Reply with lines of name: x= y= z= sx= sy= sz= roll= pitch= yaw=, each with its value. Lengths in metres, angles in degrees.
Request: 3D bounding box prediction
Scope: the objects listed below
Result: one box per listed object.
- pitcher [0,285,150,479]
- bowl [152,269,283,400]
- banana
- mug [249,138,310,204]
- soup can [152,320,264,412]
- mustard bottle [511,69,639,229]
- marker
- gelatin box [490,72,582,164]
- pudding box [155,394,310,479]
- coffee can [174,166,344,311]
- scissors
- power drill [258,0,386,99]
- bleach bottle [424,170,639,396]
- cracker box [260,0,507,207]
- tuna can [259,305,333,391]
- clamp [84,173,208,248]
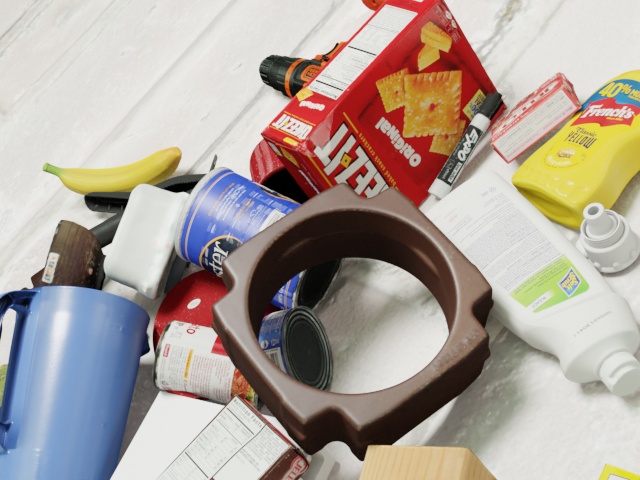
pitcher: x=-0.256 y=0.170 z=1.024 sx=0.149 sy=0.145 sz=0.243 roll=6 pitch=65 yaw=-1
bowl: x=-0.116 y=0.082 z=1.095 sx=0.162 sy=0.055 sz=0.162 roll=-20 pitch=43 yaw=20
banana: x=-0.250 y=-0.083 z=1.338 sx=0.198 sy=0.069 sz=0.037 roll=-7 pitch=71 yaw=21
mug: x=-0.037 y=-0.056 z=1.149 sx=0.081 sy=0.093 sz=0.117 roll=-107 pitch=37 yaw=-53
soup can: x=-0.099 y=0.118 z=1.007 sx=0.102 sy=0.068 sz=0.068 roll=12 pitch=56 yaw=8
mustard bottle: x=0.269 y=-0.099 z=0.973 sx=0.191 sy=0.058 sz=0.096 roll=-45 pitch=33 yaw=-9
marker: x=0.147 y=-0.096 z=1.067 sx=0.020 sy=0.020 sz=0.121 roll=32 pitch=91 yaw=48
gelatin box: x=0.205 y=-0.119 z=1.024 sx=0.089 sy=0.030 sz=0.073 roll=-40 pitch=9 yaw=20
pudding box: x=-0.076 y=0.194 z=0.879 sx=0.113 sy=0.039 sz=0.090 roll=-45 pitch=40 yaw=-10
coffee can: x=-0.057 y=0.001 z=1.048 sx=0.140 sy=0.103 sz=0.102 roll=26 pitch=68 yaw=18
scissors: x=-0.136 y=-0.006 z=1.117 sx=0.016 sy=0.202 sz=0.096 roll=21 pitch=64 yaw=-3
power drill: x=0.031 y=-0.237 z=1.281 sx=0.185 sy=0.057 sz=0.187 roll=27 pitch=75 yaw=43
bleach bottle: x=0.181 y=0.043 z=0.906 sx=0.102 sy=0.068 sz=0.251 roll=-39 pitch=43 yaw=4
cracker box: x=0.069 y=-0.119 z=1.059 sx=0.213 sy=0.164 sz=0.072 roll=-48 pitch=39 yaw=-11
tuna can: x=-0.024 y=0.105 z=0.981 sx=0.034 sy=0.086 sz=0.086 roll=-15 pitch=45 yaw=27
clamp: x=-0.210 y=-0.042 z=1.276 sx=0.210 sy=0.036 sz=0.164 roll=-19 pitch=27 yaw=4
